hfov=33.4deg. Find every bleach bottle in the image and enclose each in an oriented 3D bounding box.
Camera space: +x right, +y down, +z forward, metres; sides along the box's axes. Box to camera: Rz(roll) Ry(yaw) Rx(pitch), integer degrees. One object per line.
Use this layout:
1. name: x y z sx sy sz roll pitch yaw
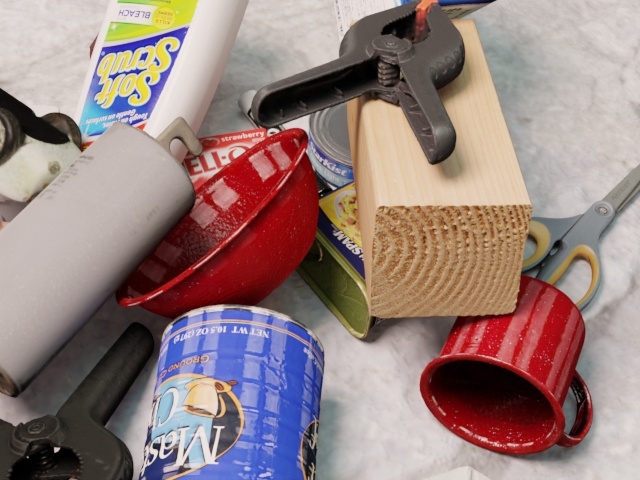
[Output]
1. bleach bottle: -0.123 -0.094 0.761 0.103 0.068 0.251 10 77 21

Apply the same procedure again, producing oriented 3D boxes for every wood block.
1. wood block: 0.069 -0.054 0.695 0.091 0.090 0.206 -2 41 -3

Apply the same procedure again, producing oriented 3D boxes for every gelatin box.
1. gelatin box: -0.076 -0.043 0.791 0.089 0.030 0.073 -10 54 -11

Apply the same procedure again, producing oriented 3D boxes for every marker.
1. marker: -0.027 -0.071 0.822 0.020 0.020 0.121 -25 59 -21

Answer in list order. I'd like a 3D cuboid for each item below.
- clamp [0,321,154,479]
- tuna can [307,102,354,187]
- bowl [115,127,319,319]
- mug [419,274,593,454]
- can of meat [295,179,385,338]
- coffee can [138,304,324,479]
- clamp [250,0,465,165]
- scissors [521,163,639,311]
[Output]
1. clamp: -0.171 0.122 0.618 0.164 0.036 0.210 -11 29 -8
2. tuna can: 0.032 -0.078 0.822 0.086 0.034 0.086 2 53 -3
3. bowl: -0.054 0.001 0.686 0.055 0.162 0.162 48 55 -18
4. mug: 0.130 0.083 0.683 0.117 0.093 0.081 38 51 -8
5. can of meat: 0.034 0.005 0.747 0.083 0.057 0.102 -28 60 -24
6. coffee can: -0.052 0.123 0.623 0.103 0.103 0.140 5 53 0
7. clamp: 0.032 -0.104 0.653 0.120 0.039 0.171 13 36 6
8. scissors: 0.190 -0.022 0.803 0.096 0.016 0.201 24 55 13
